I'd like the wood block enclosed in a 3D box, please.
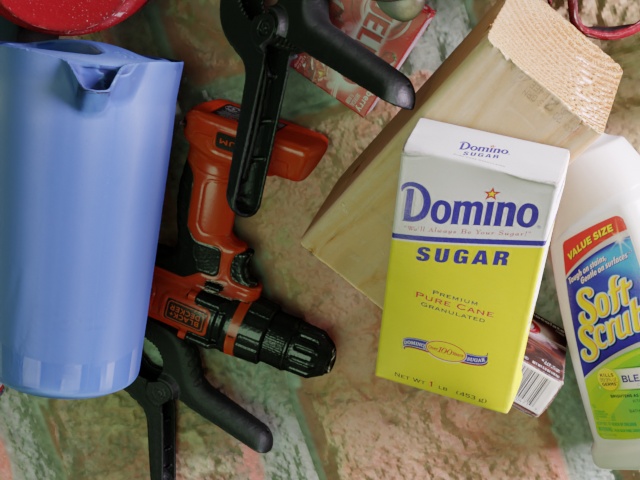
[{"bbox_3d":[0.087,-0.053,0.696,0.090,0.090,0.206,38,131,-6],"label":"wood block"}]

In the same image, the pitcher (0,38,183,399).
[{"bbox_3d":[-0.175,-0.021,0.762,0.145,0.149,0.243,12,102,25],"label":"pitcher"}]

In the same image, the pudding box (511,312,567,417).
[{"bbox_3d":[0.118,0.068,0.761,0.113,0.090,0.039,32,114,4],"label":"pudding box"}]

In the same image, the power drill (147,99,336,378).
[{"bbox_3d":[-0.055,0.001,0.806,0.184,0.057,0.188,21,111,9],"label":"power drill"}]

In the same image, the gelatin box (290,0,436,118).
[{"bbox_3d":[0.027,-0.144,0.752,0.073,0.030,0.089,35,113,2],"label":"gelatin box"}]

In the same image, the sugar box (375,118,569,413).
[{"bbox_3d":[0.089,0.019,0.655,0.093,0.048,0.176,14,128,15],"label":"sugar box"}]

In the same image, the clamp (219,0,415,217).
[{"bbox_3d":[-0.030,-0.129,0.719,0.165,0.036,0.210,-38,60,34],"label":"clamp"}]

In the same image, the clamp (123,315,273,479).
[{"bbox_3d":[-0.129,0.128,0.879,0.120,0.039,0.171,-36,89,18],"label":"clamp"}]
